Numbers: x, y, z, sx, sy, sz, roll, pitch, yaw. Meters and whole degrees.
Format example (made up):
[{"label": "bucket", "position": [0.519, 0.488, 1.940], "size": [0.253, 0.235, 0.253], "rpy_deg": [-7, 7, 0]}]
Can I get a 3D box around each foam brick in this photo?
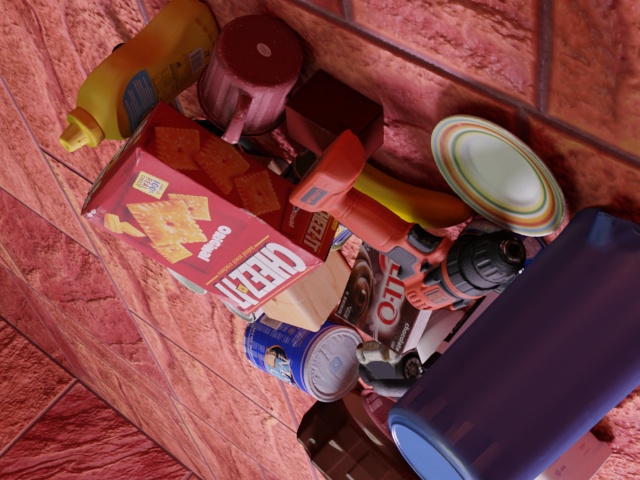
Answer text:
[{"label": "foam brick", "position": [0.013, -0.108, 0.985], "size": [0.078, 0.053, 0.051], "rpy_deg": [35, 157, 22]}]

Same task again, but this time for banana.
[{"label": "banana", "position": [0.060, -0.054, 1.023], "size": [0.198, 0.037, 0.069], "rpy_deg": [33, 157, 25]}]

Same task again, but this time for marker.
[{"label": "marker", "position": [0.136, 0.090, 1.038], "size": [0.020, 0.121, 0.020], "rpy_deg": [37, 157, 18]}]

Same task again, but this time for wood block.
[{"label": "wood block", "position": [-0.059, 0.002, 1.231], "size": [0.091, 0.090, 0.206], "rpy_deg": [13, 148, 44]}]

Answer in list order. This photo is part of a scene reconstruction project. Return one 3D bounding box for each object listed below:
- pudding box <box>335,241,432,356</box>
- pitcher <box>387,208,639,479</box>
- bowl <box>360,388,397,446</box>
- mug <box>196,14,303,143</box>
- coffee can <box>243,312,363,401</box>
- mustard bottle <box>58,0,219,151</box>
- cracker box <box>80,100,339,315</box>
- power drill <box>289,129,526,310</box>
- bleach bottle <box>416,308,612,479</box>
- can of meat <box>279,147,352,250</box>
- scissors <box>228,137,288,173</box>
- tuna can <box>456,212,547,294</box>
[{"label": "pudding box", "position": [0.075, 0.048, 1.102], "size": [0.090, 0.039, 0.114], "rpy_deg": [32, 115, 29]}, {"label": "pitcher", "position": [0.174, 0.103, 0.829], "size": [0.149, 0.242, 0.145], "rpy_deg": [50, 162, 2]}, {"label": "bowl", "position": [0.130, 0.233, 1.396], "size": [0.162, 0.055, 0.162], "rpy_deg": [37, 157, 18]}, {"label": "mug", "position": [-0.066, -0.145, 0.983], "size": [0.093, 0.117, 0.082], "rpy_deg": [21, 154, -6]}, {"label": "coffee can", "position": [-0.023, 0.148, 1.446], "size": [0.141, 0.102, 0.102], "rpy_deg": [19, 147, 47]}, {"label": "mustard bottle", "position": [-0.182, -0.154, 1.054], "size": [0.058, 0.191, 0.096], "rpy_deg": [37, 158, 17]}, {"label": "cracker box", "position": [-0.113, -0.024, 1.067], "size": [0.213, 0.072, 0.164], "rpy_deg": [33, 144, -17]}, {"label": "power drill", "position": [0.072, -0.013, 0.930], "size": [0.187, 0.057, 0.185], "rpy_deg": [39, 157, -6]}, {"label": "bleach bottle", "position": [0.189, 0.158, 1.129], "size": [0.251, 0.102, 0.068], "rpy_deg": [51, 146, 6]}, {"label": "can of meat", "position": [0.005, -0.047, 1.108], "size": [0.102, 0.057, 0.084], "rpy_deg": [44, 156, -1]}, {"label": "scissors", "position": [-0.086, -0.073, 1.271], "size": [0.096, 0.016, 0.202], "rpy_deg": [45, 158, -7]}, {"label": "tuna can", "position": [0.165, 0.013, 0.965], "size": [0.086, 0.033, 0.086], "rpy_deg": [37, 157, 18]}]
